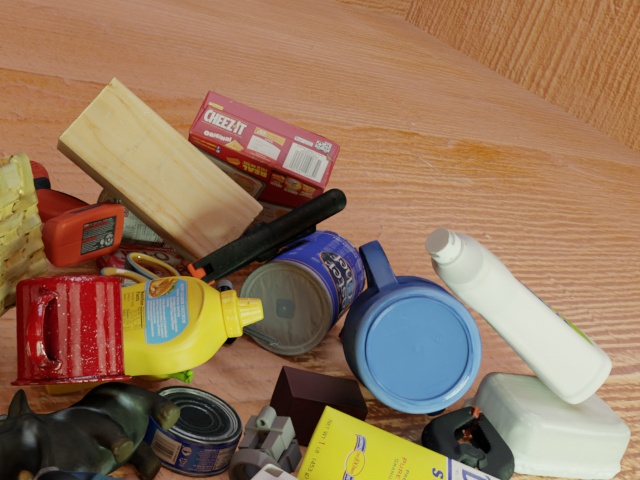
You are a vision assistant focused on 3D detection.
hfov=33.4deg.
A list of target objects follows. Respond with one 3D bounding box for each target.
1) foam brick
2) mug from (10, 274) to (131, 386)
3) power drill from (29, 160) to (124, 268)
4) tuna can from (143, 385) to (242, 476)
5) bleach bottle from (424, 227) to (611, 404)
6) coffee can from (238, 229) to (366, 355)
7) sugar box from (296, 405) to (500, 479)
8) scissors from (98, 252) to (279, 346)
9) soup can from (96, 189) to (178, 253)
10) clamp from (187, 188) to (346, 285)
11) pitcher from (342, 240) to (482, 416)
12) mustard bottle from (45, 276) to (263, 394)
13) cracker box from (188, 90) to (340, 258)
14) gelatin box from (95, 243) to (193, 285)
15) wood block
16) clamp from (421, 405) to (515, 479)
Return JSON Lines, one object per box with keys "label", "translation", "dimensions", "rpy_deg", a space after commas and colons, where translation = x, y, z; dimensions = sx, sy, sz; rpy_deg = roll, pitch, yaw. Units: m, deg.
{"label": "foam brick", "translation": [-0.003, 0.158, 0.991], "dimensions": [0.078, 0.051, 0.053], "rpy_deg": [14, 22, -18]}
{"label": "mug", "translation": [-0.199, 0.069, 0.825], "dimensions": [0.093, 0.081, 0.117], "rpy_deg": [-4, -5, 12]}
{"label": "power drill", "translation": [-0.315, -0.032, 1.118], "dimensions": [0.188, 0.057, 0.184], "rpy_deg": [23, 26, 27]}
{"label": "tuna can", "translation": [-0.110, 0.160, 0.904], "dimensions": [0.086, 0.034, 0.086], "rpy_deg": [19, 20, -7]}
{"label": "bleach bottle", "translation": [0.189, 0.067, 1.063], "dimensions": [0.250, 0.068, 0.103], "rpy_deg": [40, 5, -37]}
{"label": "coffee can", "translation": [-0.017, 0.054, 1.165], "dimensions": [0.103, 0.103, 0.140], "rpy_deg": [25, 20, 10]}
{"label": "sugar box", "translation": [0.068, 0.214, 0.884], "dimensions": [0.176, 0.048, 0.093], "rpy_deg": [20, 47, 5]}
{"label": "scissors", "translation": [-0.139, 0.061, 1.045], "dimensions": [0.096, 0.016, 0.202], "rpy_deg": [-8, 31, -45]}
{"label": "soup can", "translation": [-0.201, -0.023, 1.227], "dimensions": [0.102, 0.068, 0.069], "rpy_deg": [8, 24, -31]}
{"label": "clamp", "translation": [-0.057, 0.001, 1.102], "dimensions": [0.039, 0.171, 0.120], "rpy_deg": [62, -12, 10]}
{"label": "pitcher", "translation": [0.081, 0.087, 1.004], "dimensions": [0.149, 0.145, 0.243], "rpy_deg": [24, -2, 3]}
{"label": "mustard bottle", "translation": [-0.145, 0.075, 0.926], "dimensions": [0.191, 0.058, 0.096], "rpy_deg": [-10, 39, -1]}
{"label": "cracker box", "translation": [-0.080, -0.068, 1.266], "dimensions": [0.164, 0.214, 0.072], "rpy_deg": [22, 62, -1]}
{"label": "gelatin box", "translation": [-0.189, 0.033, 1.152], "dimensions": [0.089, 0.030, 0.073], "rpy_deg": [7, 24, -34]}
{"label": "wood block", "translation": [-0.173, -0.068, 1.147], "dimensions": [0.206, 0.090, 0.091], "rpy_deg": [42, -11, -10]}
{"label": "clamp", "translation": [0.145, 0.219, 1.003], "dimensions": [0.164, 0.036, 0.209], "rpy_deg": [25, 21, 10]}
